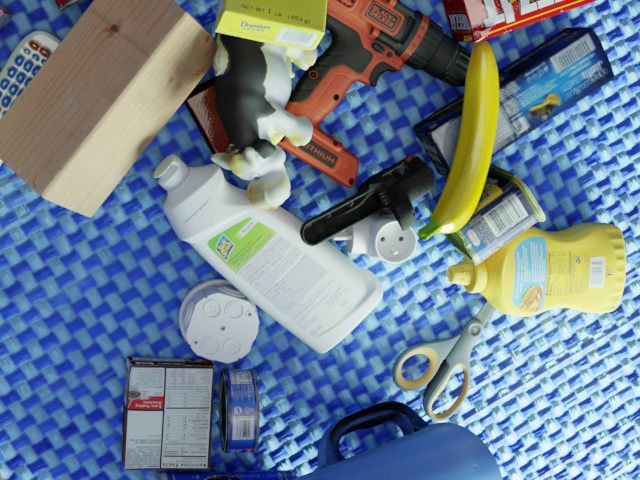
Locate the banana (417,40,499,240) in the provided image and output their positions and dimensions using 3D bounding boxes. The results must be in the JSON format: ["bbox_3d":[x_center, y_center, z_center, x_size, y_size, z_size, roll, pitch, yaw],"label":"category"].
[{"bbox_3d":[0.143,-0.089,1.028,0.037,0.069,0.198,15,89,24],"label":"banana"}]

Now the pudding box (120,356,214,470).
[{"bbox_3d":[-0.156,0.177,1.092,0.090,0.039,0.113,3,96,-13],"label":"pudding box"}]

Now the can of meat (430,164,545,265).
[{"bbox_3d":[0.168,-0.026,1.090,0.084,0.102,0.057,-35,107,-1],"label":"can of meat"}]

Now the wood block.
[{"bbox_3d":[-0.197,-0.134,0.979,0.091,0.090,0.206,40,93,20],"label":"wood block"}]

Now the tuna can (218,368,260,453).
[{"bbox_3d":[-0.083,0.173,1.086,0.033,0.086,0.086,0,101,-11],"label":"tuna can"}]

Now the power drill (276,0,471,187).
[{"bbox_3d":[0.045,-0.150,1.062,0.184,0.057,0.187,29,91,-12],"label":"power drill"}]

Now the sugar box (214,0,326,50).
[{"bbox_3d":[-0.038,-0.263,0.956,0.093,0.048,0.176,9,73,-16],"label":"sugar box"}]

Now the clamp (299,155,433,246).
[{"bbox_3d":[0.069,-0.042,1.039,0.171,0.120,0.039,-40,121,-43],"label":"clamp"}]

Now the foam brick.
[{"bbox_3d":[-0.093,-0.118,1.042,0.053,0.051,0.078,-29,106,-6],"label":"foam brick"}]

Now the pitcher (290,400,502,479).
[{"bbox_3d":[0.055,0.259,1.063,0.242,0.149,0.145,-5,104,-44],"label":"pitcher"}]

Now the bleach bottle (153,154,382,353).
[{"bbox_3d":[-0.057,0.001,1.048,0.102,0.068,0.250,-45,114,5],"label":"bleach bottle"}]

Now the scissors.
[{"bbox_3d":[0.145,0.096,1.154,0.096,0.016,0.202,21,91,-10],"label":"scissors"}]

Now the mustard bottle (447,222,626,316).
[{"bbox_3d":[0.225,0.032,1.128,0.191,0.058,0.096,-2,101,-16],"label":"mustard bottle"}]
